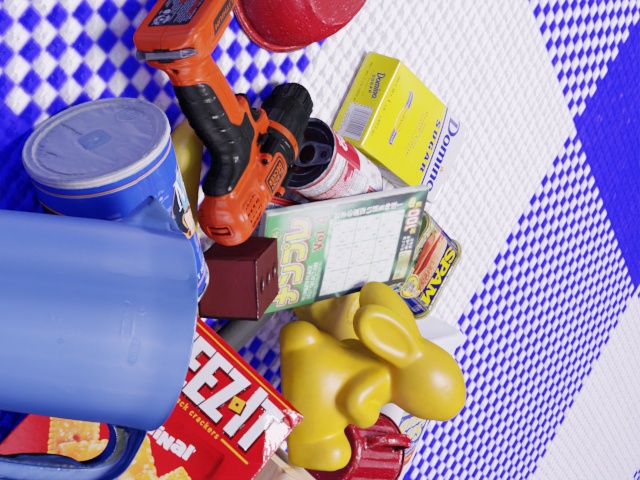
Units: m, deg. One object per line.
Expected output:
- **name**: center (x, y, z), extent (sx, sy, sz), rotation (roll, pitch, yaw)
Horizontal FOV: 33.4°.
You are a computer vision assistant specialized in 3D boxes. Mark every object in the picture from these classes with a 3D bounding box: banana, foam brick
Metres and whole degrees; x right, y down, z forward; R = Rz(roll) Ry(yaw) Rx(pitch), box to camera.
- **banana**: center (-0.109, -0.014, 0.880), extent (0.069, 0.037, 0.198), rotation (-23, 126, -44)
- **foam brick**: center (-0.067, 0.030, 0.883), extent (0.078, 0.051, 0.053), rotation (-54, 144, -72)

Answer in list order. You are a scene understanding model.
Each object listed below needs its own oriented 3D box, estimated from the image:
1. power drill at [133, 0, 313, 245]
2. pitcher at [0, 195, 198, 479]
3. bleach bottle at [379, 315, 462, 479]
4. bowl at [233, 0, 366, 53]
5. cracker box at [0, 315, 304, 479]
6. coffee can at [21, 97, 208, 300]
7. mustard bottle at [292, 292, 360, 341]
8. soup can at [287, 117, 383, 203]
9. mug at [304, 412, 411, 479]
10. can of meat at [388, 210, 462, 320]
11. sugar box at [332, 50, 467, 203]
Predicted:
- **power drill**: center (-0.066, -0.118, 0.837), extent (0.184, 0.057, 0.187), rotation (-67, 146, -42)
- **pitcher**: center (-0.205, 0.050, 0.641), extent (0.242, 0.149, 0.145), rotation (9, 132, -24)
- **bleach bottle**: center (0.088, 0.215, 1.247), extent (0.102, 0.068, 0.251), rotation (-8, 117, -50)
- **bowl**: center (-0.001, -0.229, 0.884), extent (0.161, 0.055, 0.162), rotation (-28, 129, -41)
- **cracker box**: center (-0.142, 0.164, 0.830), extent (0.213, 0.164, 0.072), rotation (-48, -177, -23)
- **coffee can**: center (-0.145, -0.017, 0.774), extent (0.102, 0.103, 0.140), rotation (-40, 137, -32)
- **mustard bottle**: center (0.042, 0.097, 1.100), extent (0.096, 0.058, 0.191), rotation (-48, 133, -24)
- **soup can**: center (0.007, -0.062, 0.977), extent (0.102, 0.069, 0.068), rotation (33, 82, -55)
- **mug**: center (0.042, 0.226, 1.152), extent (0.081, 0.117, 0.093), rotation (18, 62, -50)
- **can of meat**: center (0.099, 0.022, 1.155), extent (0.102, 0.058, 0.083), rotation (-60, 142, -10)
- **sugar box**: center (0.084, -0.109, 1.071), extent (0.176, 0.048, 0.093), rotation (29, 86, -54)
